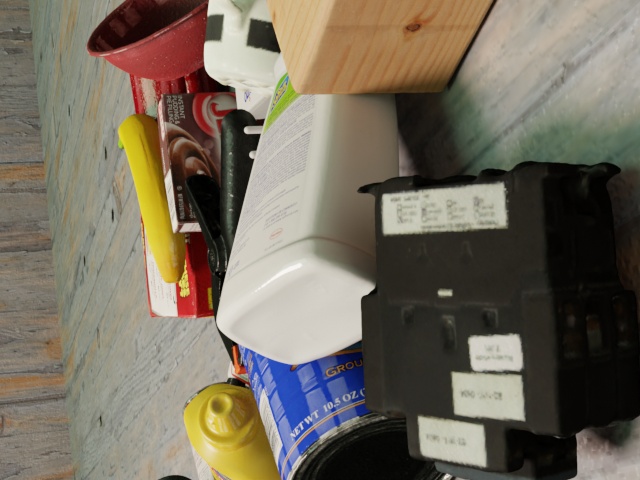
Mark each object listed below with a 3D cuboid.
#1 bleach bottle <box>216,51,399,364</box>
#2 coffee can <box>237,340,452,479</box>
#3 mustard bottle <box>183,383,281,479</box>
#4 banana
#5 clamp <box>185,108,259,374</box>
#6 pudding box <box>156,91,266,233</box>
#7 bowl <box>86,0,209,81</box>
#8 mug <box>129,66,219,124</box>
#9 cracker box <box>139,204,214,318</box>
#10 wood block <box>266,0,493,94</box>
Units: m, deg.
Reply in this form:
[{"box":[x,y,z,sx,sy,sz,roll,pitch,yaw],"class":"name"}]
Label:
[{"box":[0.006,-0.061,0.596,0.103,0.068,0.250,-33,38,42],"class":"bleach bottle"},{"box":[0.011,0.077,0.616,0.140,0.102,0.103,-113,27,-44],"class":"coffee can"},{"box":[-0.054,0.153,0.769,0.096,0.058,0.191,42,162,26],"class":"mustard bottle"},{"box":[-0.145,-0.052,0.927,0.070,0.037,0.198,90,162,-45],"class":"banana"},{"box":[-0.055,0.001,0.716,0.120,0.039,0.171,115,142,-58],"class":"clamp"},{"box":[-0.083,-0.065,0.874,0.039,0.090,0.113,143,120,-69],"class":"pudding box"},{"box":[-0.118,-0.186,0.917,0.055,0.162,0.162,57,175,-29],"class":"bowl"},{"box":[-0.132,-0.135,1.005,0.117,0.093,0.081,168,93,-67],"class":"mug"},{"box":[-0.116,-0.010,1.007,0.214,0.072,0.164,169,96,-70],"class":"cracker box"},{"box":[0.043,-0.168,0.498,0.206,0.090,0.090,116,145,-54],"class":"wood block"}]
